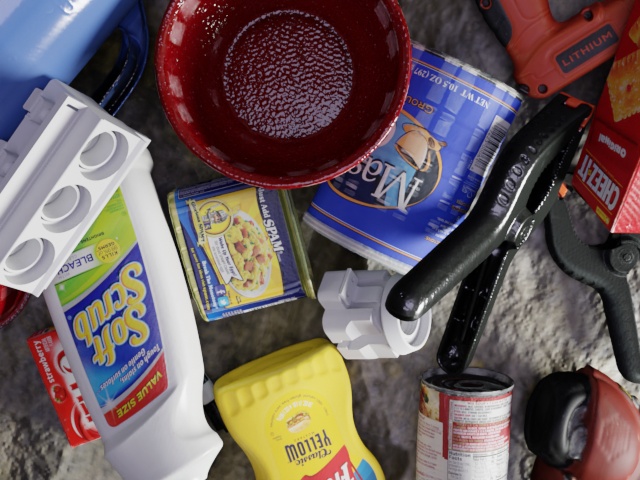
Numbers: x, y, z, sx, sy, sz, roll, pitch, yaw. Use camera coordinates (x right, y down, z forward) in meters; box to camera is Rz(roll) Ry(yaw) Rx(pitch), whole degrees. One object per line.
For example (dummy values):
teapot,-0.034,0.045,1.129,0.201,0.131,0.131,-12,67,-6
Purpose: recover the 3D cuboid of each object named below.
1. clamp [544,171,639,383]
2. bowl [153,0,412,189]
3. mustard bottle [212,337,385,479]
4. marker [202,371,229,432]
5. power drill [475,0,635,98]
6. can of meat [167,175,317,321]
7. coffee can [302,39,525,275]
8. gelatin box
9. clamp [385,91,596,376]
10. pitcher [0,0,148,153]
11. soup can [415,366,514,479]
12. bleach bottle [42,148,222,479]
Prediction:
clamp,0.218,0.021,0.784,0.171,0.039,0.120,38,91,-1
bowl,-0.023,-0.112,0.690,0.162,0.055,0.162,0,88,3
mustard bottle,-0.004,0.176,0.786,0.096,0.058,0.191,-22,100,-12
marker,-0.100,0.092,0.790,0.020,0.020,0.121,-33,99,2
power drill,0.151,-0.207,0.723,0.185,0.057,0.187,-33,97,20
can of meat,-0.055,0.001,0.760,0.084,0.057,0.102,-14,98,2
coffee can,0.063,-0.055,0.733,0.102,0.103,0.140,25,96,-6
gelatin box,-0.163,0.098,0.782,0.073,0.030,0.089,-19,98,0
clamp,0.122,-0.005,0.728,0.036,0.164,0.210,30,76,25
pitcher,-0.184,-0.161,0.704,0.145,0.149,0.243,44,91,7
soup can,0.105,0.150,0.783,0.068,0.068,0.102,1,99,-3
bleach bottle,-0.123,0.066,0.726,0.102,0.068,0.251,-23,81,5
